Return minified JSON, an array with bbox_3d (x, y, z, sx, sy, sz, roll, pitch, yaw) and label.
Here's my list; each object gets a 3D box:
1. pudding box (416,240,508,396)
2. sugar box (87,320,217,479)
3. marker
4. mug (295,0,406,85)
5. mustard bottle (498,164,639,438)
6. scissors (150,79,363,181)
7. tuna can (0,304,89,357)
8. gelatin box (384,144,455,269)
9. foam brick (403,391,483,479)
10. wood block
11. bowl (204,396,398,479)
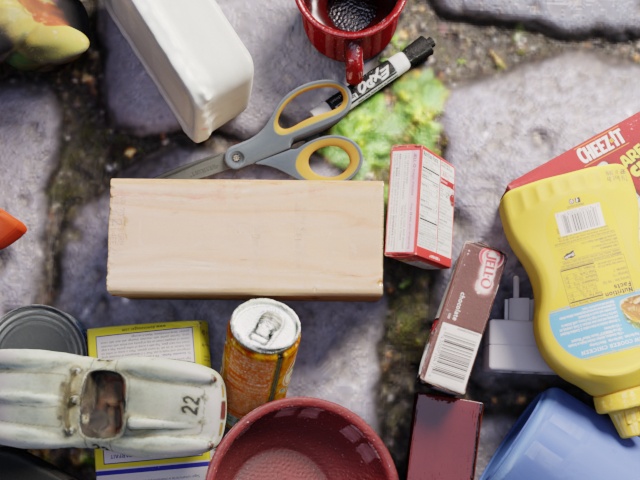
[{"bbox_3d":[0.109,0.062,0.826,0.039,0.090,0.113,20,83,7],"label":"pudding box"},{"bbox_3d":[-0.129,0.154,0.841,0.093,0.048,0.176,-5,84,5],"label":"sugar box"},{"bbox_3d":[0.045,-0.134,0.895,0.121,0.020,0.020,-35,82,-4],"label":"marker"},{"bbox_3d":[0.026,-0.184,0.872,0.093,0.081,0.117,-5,81,1],"label":"mug"},{"bbox_3d":[0.199,0.047,0.771,0.096,0.058,0.191,-14,81,-1],"label":"mustard bottle"},{"bbox_3d":[-0.052,-0.057,0.885,0.202,0.016,0.096,-33,100,10],"label":"scissors"},{"bbox_3d":[-0.226,0.096,0.859,0.086,0.034,0.086,0,81,2],"label":"tuna can"},{"bbox_3d":[0.079,-0.026,0.848,0.030,0.073,0.089,-1,80,28],"label":"gelatin box"},{"bbox_3d":[0.094,0.161,0.830,0.051,0.053,0.078,8,80,3],"label":"foam brick"},{"bbox_3d":[-0.056,0.002,0.839,0.206,0.091,0.090,1,84,1],"label":"wood block"},{"bbox_3d":[-0.021,0.201,0.808,0.161,0.055,0.162,6,74,-23],"label":"bowl"}]
